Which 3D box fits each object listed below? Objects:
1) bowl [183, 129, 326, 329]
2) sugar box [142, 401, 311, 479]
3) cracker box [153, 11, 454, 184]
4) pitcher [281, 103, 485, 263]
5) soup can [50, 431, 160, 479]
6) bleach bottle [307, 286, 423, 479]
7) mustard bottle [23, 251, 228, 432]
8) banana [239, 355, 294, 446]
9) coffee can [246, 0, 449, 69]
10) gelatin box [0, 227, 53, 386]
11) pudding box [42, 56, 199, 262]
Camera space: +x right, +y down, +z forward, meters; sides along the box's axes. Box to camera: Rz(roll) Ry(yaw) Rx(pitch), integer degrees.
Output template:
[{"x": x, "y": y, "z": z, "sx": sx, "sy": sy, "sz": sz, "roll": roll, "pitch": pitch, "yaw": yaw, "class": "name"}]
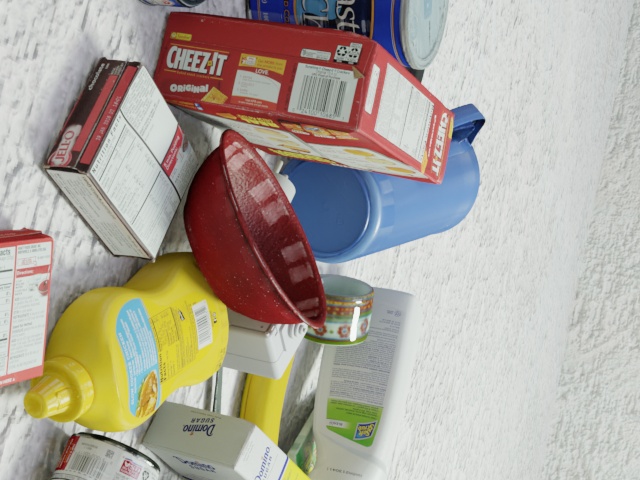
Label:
[{"x": -0.055, "y": 0.001, "z": 0.790, "sx": 0.162, "sy": 0.055, "sz": 0.162, "roll": 60, "pitch": 13, "yaw": -23, "class": "bowl"}, {"x": -0.060, "y": 0.193, "z": 0.871, "sx": 0.048, "sy": 0.093, "sz": 0.176, "roll": -64, "pitch": 144, "yaw": -27, "class": "sugar box"}, {"x": -0.004, "y": -0.106, "z": 0.821, "sx": 0.213, "sy": 0.164, "sz": 0.072, "roll": 18, "pitch": 85, "yaw": -67, "class": "cracker box"}, {"x": 0.064, "y": -0.058, "z": 1.044, "sx": 0.242, "sy": 0.145, "sz": 0.149, "roll": -21, "pitch": 116, "yaw": -61, "class": "pitcher"}, {"x": -0.156, "y": 0.186, "z": 0.706, "sx": 0.068, "sy": 0.069, "sz": 0.102, "roll": 66, "pitch": 39, "yaw": -54, "class": "soup can"}, {"x": 0.032, "y": 0.167, "z": 1.075, "sx": 0.068, "sy": 0.103, "sz": 0.250, "roll": 69, "pitch": 32, "yaw": -52, "class": "bleach bottle"}, {"x": -0.132, "y": 0.076, "z": 0.724, "sx": 0.191, "sy": 0.058, "sz": 0.096, "roll": -31, "pitch": 118, "yaw": -61, "class": "mustard bottle"}, {"x": -0.046, "y": 0.156, "z": 0.986, "sx": 0.069, "sy": 0.037, "sz": 0.198, "roll": 23, "pitch": 77, "yaw": -54, "class": "banana"}, {"x": 0.024, "y": -0.199, "z": 0.878, "sx": 0.102, "sy": 0.140, "sz": 0.103, "roll": 10, "pitch": 90, "yaw": -68, "class": "coffee can"}, {"x": -0.190, "y": 0.039, "z": 0.611, "sx": 0.073, "sy": 0.030, "sz": 0.089, "roll": -11, "pitch": 109, "yaw": -65, "class": "gelatin box"}, {"x": -0.129, "y": -0.051, "z": 0.709, "sx": 0.113, "sy": 0.039, "sz": 0.090, "roll": 63, "pitch": 43, "yaw": -54, "class": "pudding box"}]
